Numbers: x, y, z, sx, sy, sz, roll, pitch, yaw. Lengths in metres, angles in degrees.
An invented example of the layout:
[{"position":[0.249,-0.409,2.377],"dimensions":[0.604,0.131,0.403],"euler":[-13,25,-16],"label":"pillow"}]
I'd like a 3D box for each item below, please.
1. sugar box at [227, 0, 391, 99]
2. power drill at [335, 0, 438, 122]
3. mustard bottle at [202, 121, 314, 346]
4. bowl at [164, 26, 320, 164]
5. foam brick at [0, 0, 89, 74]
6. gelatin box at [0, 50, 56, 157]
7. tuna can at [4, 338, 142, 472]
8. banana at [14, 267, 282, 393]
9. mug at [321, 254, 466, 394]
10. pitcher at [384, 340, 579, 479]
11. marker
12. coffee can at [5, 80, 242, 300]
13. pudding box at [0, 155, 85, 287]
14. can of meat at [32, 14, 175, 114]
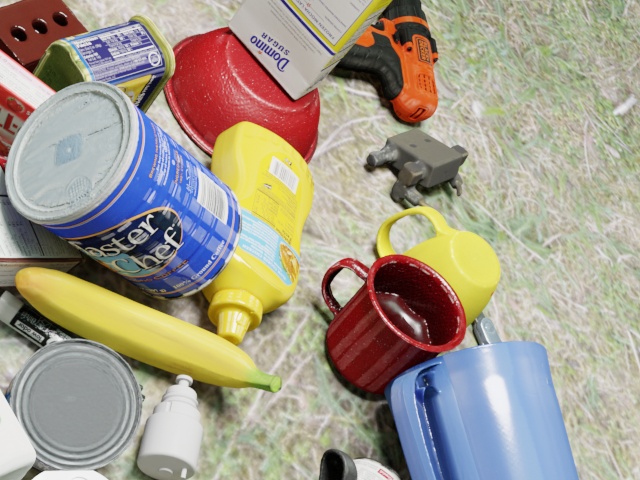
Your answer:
[{"position":[0.005,-0.207,0.884],"dimensions":[0.093,0.177,0.048],"euler":[49,44,2],"label":"sugar box"},{"position":[0.036,-0.221,1.088],"dimensions":[0.187,0.057,0.184],"euler":[15,51,-29],"label":"power drill"},{"position":[-0.056,0.001,0.849],"dimensions":[0.096,0.058,0.191],"euler":[42,40,-33],"label":"mustard bottle"},{"position":[-0.057,-0.137,0.956],"dimensions":[0.162,0.055,0.162],"euler":[21,48,-25],"label":"bowl"},{"position":[-0.229,-0.152,0.836],"dimensions":[0.053,0.051,0.078],"euler":[49,43,3],"label":"foam brick"},{"position":[-0.224,-0.088,0.776],"dimensions":[0.089,0.073,0.030],"euler":[37,44,-10],"label":"gelatin box"},{"position":[-0.161,0.109,0.694],"dimensions":[0.086,0.034,0.086],"euler":[10,67,-23],"label":"tuna can"},{"position":[-0.122,0.062,0.749],"dimensions":[0.197,0.070,0.037],"euler":[23,66,-19],"label":"banana"},{"position":[0.048,0.064,0.865],"dimensions":[0.117,0.082,0.093],"euler":[41,40,2],"label":"mug"},{"position":[0.132,0.205,0.797],"dimensions":[0.149,0.145,0.243],"euler":[-8,65,-11],"label":"pitcher"},{"position":[-0.172,0.077,0.734],"dimensions":[0.121,0.020,0.020],"euler":[37,44,-10],"label":"marker"},{"position":[-0.133,-0.031,0.742],"dimensions":[0.140,0.103,0.103],"euler":[43,31,-54],"label":"coffee can"},{"position":[-0.222,-0.014,0.722],"dimensions":[0.090,0.039,0.113],"euler":[61,23,14],"label":"pudding box"},{"position":[-0.173,-0.119,0.820],"dimensions":[0.083,0.102,0.057],"euler":[-28,80,-44],"label":"can of meat"}]
